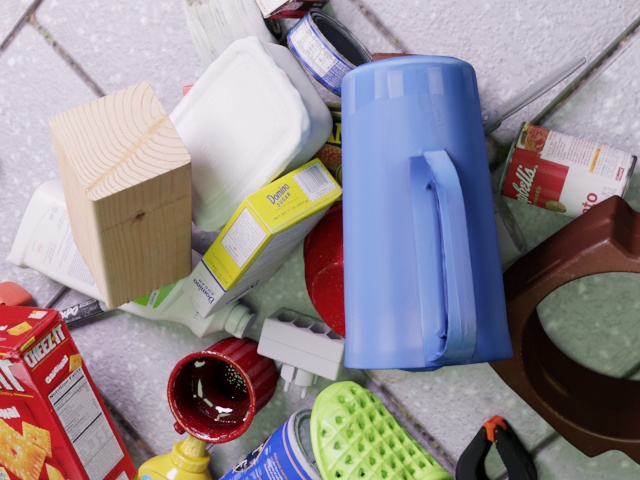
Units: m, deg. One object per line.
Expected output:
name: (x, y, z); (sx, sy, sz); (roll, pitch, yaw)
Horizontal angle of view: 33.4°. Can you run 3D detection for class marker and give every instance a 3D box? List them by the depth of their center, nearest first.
marker: (-0.267, 0.080, 1.137); (0.121, 0.020, 0.020); (-19, 94, 21)

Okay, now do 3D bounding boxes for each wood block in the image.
wood block: (-0.171, -0.033, 0.945); (0.090, 0.206, 0.090); (-24, 68, -18)

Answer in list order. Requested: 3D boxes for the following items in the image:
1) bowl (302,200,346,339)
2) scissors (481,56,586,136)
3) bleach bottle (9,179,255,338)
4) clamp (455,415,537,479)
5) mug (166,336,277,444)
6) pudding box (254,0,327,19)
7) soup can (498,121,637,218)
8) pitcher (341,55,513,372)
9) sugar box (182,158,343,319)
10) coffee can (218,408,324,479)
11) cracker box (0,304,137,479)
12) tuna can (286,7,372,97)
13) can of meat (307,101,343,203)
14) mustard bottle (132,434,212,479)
bowl: (0.045, 0.044, 0.974); (0.162, 0.055, 0.162); (17, 129, 21)
scissors: (0.134, -0.109, 0.950); (0.202, 0.096, 0.016); (-43, 130, 4)
bleach bottle: (-0.184, 0.035, 1.078); (0.251, 0.068, 0.103); (28, 107, 10)
clamp: (0.177, 0.254, 1.009); (0.120, 0.039, 0.171); (8, 104, 19)
mug: (-0.101, 0.151, 1.061); (0.093, 0.081, 0.117); (45, 110, 6)
pudding box: (-0.047, -0.254, 0.959); (0.039, 0.090, 0.113); (-32, 89, 22)
soup can: (0.213, -0.056, 0.921); (0.102, 0.068, 0.068); (19, 106, 13)
pitcher: (0.080, -0.019, 0.838); (0.149, 0.144, 0.243); (-5, 88, 38)
sugar box: (-0.057, 0.001, 0.970); (0.048, 0.093, 0.176); (54, 142, 7)
coffee can: (-0.037, 0.247, 1.047); (0.140, 0.102, 0.103); (-43, 85, 21)
cracker box: (-0.302, 0.170, 1.085); (0.164, 0.072, 0.213); (1, 123, 33)
tuna can: (0.011, -0.167, 0.959); (0.086, 0.086, 0.034); (48, 112, 5)
can of meat: (0.008, -0.083, 0.993); (0.102, 0.057, 0.084); (10, 106, 16)
mustard bottle: (-0.160, 0.283, 1.119); (0.096, 0.058, 0.192); (31, 109, 26)
